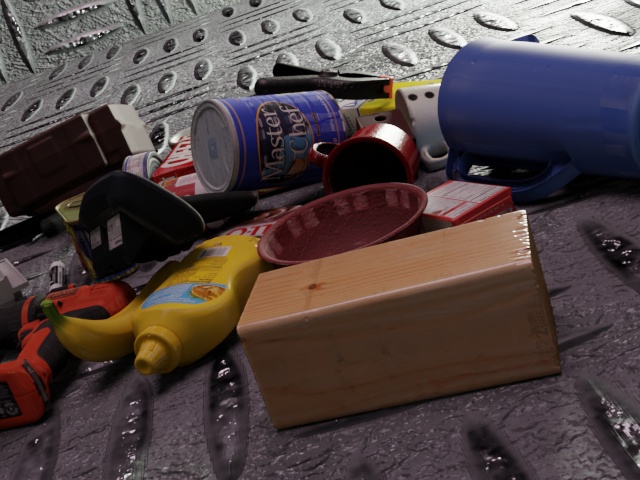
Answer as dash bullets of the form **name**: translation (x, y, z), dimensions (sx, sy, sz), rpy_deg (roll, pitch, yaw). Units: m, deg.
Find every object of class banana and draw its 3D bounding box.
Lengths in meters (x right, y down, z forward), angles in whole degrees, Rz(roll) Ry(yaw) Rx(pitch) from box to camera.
- **banana**: translation (-0.177, 0.068, 0.969), dimensions (0.037, 0.069, 0.197), rpy_deg (4, 11, 25)

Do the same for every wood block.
- **wood block**: translation (0.058, 0.056, 0.762), dimensions (0.206, 0.090, 0.090), rpy_deg (-14, 22, 15)

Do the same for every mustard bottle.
- **mustard bottle**: translation (-0.113, 0.061, 0.949), dimensions (0.096, 0.058, 0.191), rpy_deg (-5, 24, 24)

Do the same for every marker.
- **marker**: translation (-0.295, 0.051, 1.197), dimensions (0.020, 0.020, 0.121), rpy_deg (-22, 21, -6)

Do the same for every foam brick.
- **foam brick**: translation (0.074, -0.104, 1.182), dimensions (0.053, 0.051, 0.078), rpy_deg (-12, 33, -5)

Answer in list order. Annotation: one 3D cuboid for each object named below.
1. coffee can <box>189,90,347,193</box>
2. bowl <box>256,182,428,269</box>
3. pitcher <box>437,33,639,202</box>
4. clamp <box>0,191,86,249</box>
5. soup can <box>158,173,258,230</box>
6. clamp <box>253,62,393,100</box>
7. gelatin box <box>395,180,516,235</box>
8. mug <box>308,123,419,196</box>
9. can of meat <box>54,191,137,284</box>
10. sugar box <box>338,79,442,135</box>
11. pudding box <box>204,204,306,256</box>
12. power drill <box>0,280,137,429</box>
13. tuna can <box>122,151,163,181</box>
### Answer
- **coffee can**: translation (-0.056, -0.107, 1.156), dimensions (0.140, 0.103, 0.103), rpy_deg (-10, 13, -31)
- **bowl**: translation (0.026, 0.005, 0.969), dimensions (0.162, 0.055, 0.162), rpy_deg (-17, 20, 6)
- **pitcher**: translation (0.231, -0.115, 1.015), dimensions (0.144, 0.149, 0.243), rpy_deg (-14, 18, -32)
- **clamp**: translation (-0.320, -0.043, 1.424), dimensions (0.209, 0.036, 0.165), rpy_deg (-29, 14, -31)
- **soup can**: translation (-0.130, -0.045, 1.223), dimensions (0.102, 0.068, 0.068), rpy_deg (-12, 21, 18)
- **clamp**: translation (0.005, -0.201, 1.348), dimensions (0.171, 0.039, 0.120), rpy_deg (4, 26, 0)
- **gelatin box**: translation (0.127, -0.026, 0.998), dimensions (0.073, 0.030, 0.089), rpy_deg (-28, 22, -27)
- **mug**: translation (0.045, -0.076, 1.099), dimensions (0.117, 0.093, 0.081), rpy_deg (16, 24, 9)
- **can of meat**: translation (-0.251, -0.004, 1.204), dimensions (0.057, 0.084, 0.102), rpy_deg (-26, 21, -16)
- **sugar box**: translation (0.100, -0.171, 1.370), dimensions (0.093, 0.048, 0.177), rpy_deg (-33, 25, -32)
- **pudding box**: translation (-0.057, 0.001, 1.078), dimensions (0.114, 0.039, 0.089), rpy_deg (-8, 23, 29)
- **power drill**: translation (-0.280, 0.104, 0.992), dimensions (0.185, 0.057, 0.187), rpy_deg (-15, 21, 21)
- **tuna can**: translation (-0.213, -0.067, 1.330), dimensions (0.034, 0.086, 0.086), rpy_deg (-13, 21, 12)
